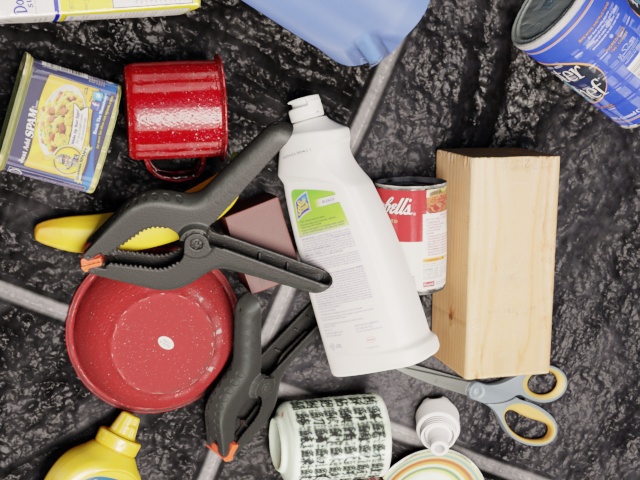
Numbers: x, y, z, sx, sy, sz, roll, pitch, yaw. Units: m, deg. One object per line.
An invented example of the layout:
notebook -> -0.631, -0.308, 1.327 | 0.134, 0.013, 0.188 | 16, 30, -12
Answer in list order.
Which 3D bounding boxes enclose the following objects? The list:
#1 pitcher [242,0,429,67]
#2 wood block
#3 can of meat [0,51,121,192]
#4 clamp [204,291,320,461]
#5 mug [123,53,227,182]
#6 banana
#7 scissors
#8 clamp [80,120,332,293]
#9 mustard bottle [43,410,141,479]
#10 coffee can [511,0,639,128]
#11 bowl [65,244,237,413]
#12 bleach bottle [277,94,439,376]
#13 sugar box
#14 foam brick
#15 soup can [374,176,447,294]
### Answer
pitcher -> -0.031, -0.249, 0.848 | 0.242, 0.149, 0.145 | 20, 96, -46
wood block -> 0.164, 0.018, 1.019 | 0.090, 0.091, 0.206 | -2, 101, -16
can of meat -> -0.221, -0.097, 0.901 | 0.083, 0.057, 0.102 | 15, 96, -21
clamp -> -0.054, 0.123, 0.992 | 0.120, 0.039, 0.171 | 3, 116, -43
mug -> -0.126, -0.102, 0.918 | 0.081, 0.093, 0.117 | -4, 129, -11
banana -> -0.148, -0.024, 0.931 | 0.198, 0.037, 0.069 | -21, 130, 8
scissors -> 0.173, 0.139, 1.084 | 0.201, 0.016, 0.096 | 35, 87, -19
clamp -> -0.096, 0.001, 0.904 | 0.210, 0.036, 0.164 | -18, 120, 7
mustard bottle -> -0.213, 0.243, 0.957 | 0.096, 0.058, 0.191 | 33, 79, -43
coffee can -> 0.266, -0.186, 1.003 | 0.140, 0.103, 0.103 | 33, 90, -20
bowl -> -0.145, 0.086, 0.959 | 0.162, 0.055, 0.162 | -3, 101, -17
bleach bottle -> 0.025, -0.009, 0.959 | 0.067, 0.103, 0.251 | -20, 95, -56
sugar box -> -0.193, -0.203, 0.869 | 0.176, 0.093, 0.048 | -5, 100, -16
foam brick -> -0.056, 0.001, 0.971 | 0.053, 0.051, 0.078 | -20, 105, -11
soup can -> 0.084, -0.006, 1.003 | 0.068, 0.069, 0.102 | -4, 102, -16
